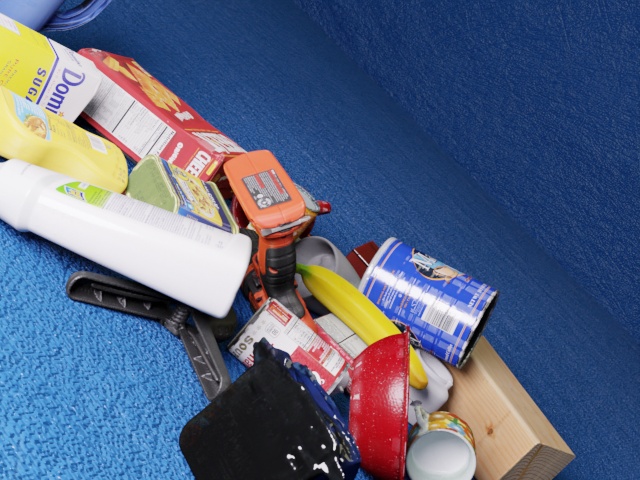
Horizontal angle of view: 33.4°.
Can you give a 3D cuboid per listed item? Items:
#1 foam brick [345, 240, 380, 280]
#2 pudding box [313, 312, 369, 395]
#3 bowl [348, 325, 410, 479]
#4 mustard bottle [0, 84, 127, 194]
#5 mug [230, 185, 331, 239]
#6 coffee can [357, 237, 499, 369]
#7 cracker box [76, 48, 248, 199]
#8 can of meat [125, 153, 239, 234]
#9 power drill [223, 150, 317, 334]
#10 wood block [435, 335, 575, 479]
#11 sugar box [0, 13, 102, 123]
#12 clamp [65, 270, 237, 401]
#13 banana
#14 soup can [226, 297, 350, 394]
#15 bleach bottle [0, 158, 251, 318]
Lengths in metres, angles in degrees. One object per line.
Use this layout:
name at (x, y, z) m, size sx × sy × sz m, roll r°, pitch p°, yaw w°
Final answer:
foam brick at (0.064, 0.048, 1.347) m, size 0.078 × 0.051 × 0.052 m, roll 48°, pitch 32°, yaw 13°
pudding box at (0.030, 0.124, 1.202) m, size 0.090 × 0.039 × 0.113 m, roll 45°, pitch 17°, yaw 11°
bowl at (0.056, 0.161, 1.029) m, size 0.055 × 0.162 × 0.162 m, roll 3°, pitch 17°, yaw 3°
mustard bottle at (-0.279, -0.101, 1.023) m, size 0.191 × 0.058 × 0.096 m, roll 30°, pitch 18°, yaw -38°
mug at (-0.043, -0.037, 1.335) m, size 0.081 × 0.117 × 0.093 m, roll 9°, pitch 74°, yaw -71°
coffee can at (0.122, 0.072, 1.240) m, size 0.140 × 0.103 × 0.102 m, roll 27°, pitch 12°, yaw 15°
cracker box at (-0.192, -0.136, 1.269) m, size 0.214 × 0.072 × 0.164 m, roll 38°, pitch 10°, yaw 6°
can of meat at (-0.139, -0.030, 1.055) m, size 0.083 × 0.057 × 0.102 m, roll 29°, pitch 22°, yaw -44°
power drill at (-0.057, 0.001, 1.102) m, size 0.185 × 0.057 × 0.188 m, roll 55°, pitch -21°, yaw 41°
wood block at (0.198, 0.205, 1.288) m, size 0.090 × 0.091 × 0.206 m, roll 26°, pitch 22°, yaw -43°
sugar box at (-0.312, -0.168, 1.060) m, size 0.176 × 0.093 × 0.048 m, roll 25°, pitch 23°, yaw -45°
clamp at (-0.120, 0.072, 0.969) m, size 0.164 × 0.036 × 0.209 m, roll 38°, pitch 14°, yaw 10°
banana at (0.044, 0.090, 1.184) m, size 0.198 × 0.037 × 0.069 m, roll 41°, pitch 23°, yaw -2°
soup can at (-0.031, 0.112, 1.028) m, size 0.102 × 0.068 × 0.068 m, roll 41°, pitch 15°, yaw -1°
bleach bottle at (-0.187, -0.013, 0.932) m, size 0.250 × 0.068 × 0.102 m, roll 23°, pitch 11°, yaw -7°
